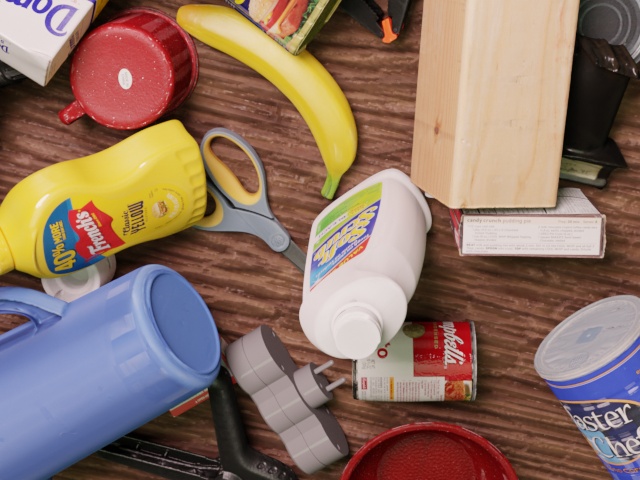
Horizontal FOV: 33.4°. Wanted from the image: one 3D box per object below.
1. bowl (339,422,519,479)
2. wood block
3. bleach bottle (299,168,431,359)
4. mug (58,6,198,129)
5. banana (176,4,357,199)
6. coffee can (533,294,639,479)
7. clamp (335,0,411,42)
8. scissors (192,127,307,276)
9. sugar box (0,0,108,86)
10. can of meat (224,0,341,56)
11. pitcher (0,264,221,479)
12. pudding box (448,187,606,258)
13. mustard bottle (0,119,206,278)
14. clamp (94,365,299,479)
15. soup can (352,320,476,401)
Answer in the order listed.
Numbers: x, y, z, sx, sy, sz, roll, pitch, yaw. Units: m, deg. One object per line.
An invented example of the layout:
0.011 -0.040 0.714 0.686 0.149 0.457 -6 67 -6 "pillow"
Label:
0.095 0.223 0.944 0.162 0.055 0.162 1 107 3 "bowl"
0.130 -0.135 0.804 0.090 0.091 0.206 -1 107 -16 "wood block"
0.036 0.021 0.784 0.103 0.250 0.068 -33 103 12 "bleach bottle"
-0.158 -0.127 0.839 0.117 0.081 0.093 -29 103 11 "mug"
-0.030 -0.124 0.856 0.070 0.037 0.197 -38 101 10 "banana"
0.257 0.131 0.883 0.103 0.103 0.140 -34 102 12 "coffee can"
0.037 -0.240 0.812 0.120 0.039 0.171 -21 108 29 "clamp"
-0.056 0.001 0.907 0.096 0.016 0.201 -26 103 12 "scissors"
-0.193 -0.209 0.784 0.093 0.048 0.176 31 64 -6 "sugar box"
-0.024 -0.202 0.802 0.084 0.057 0.102 39 130 1 "can of meat"
-0.211 0.108 0.865 0.243 0.149 0.145 -28 68 21 "pitcher"
0.162 -0.014 0.851 0.113 0.090 0.039 -1 106 3 "pudding box"
-0.182 -0.021 0.815 0.191 0.058 0.096 -24 145 -23 "mustard bottle"
-0.078 0.198 0.938 0.210 0.036 0.165 39 125 -17 "clamp"
0.078 0.102 0.902 0.102 0.068 0.068 0 107 4 "soup can"
